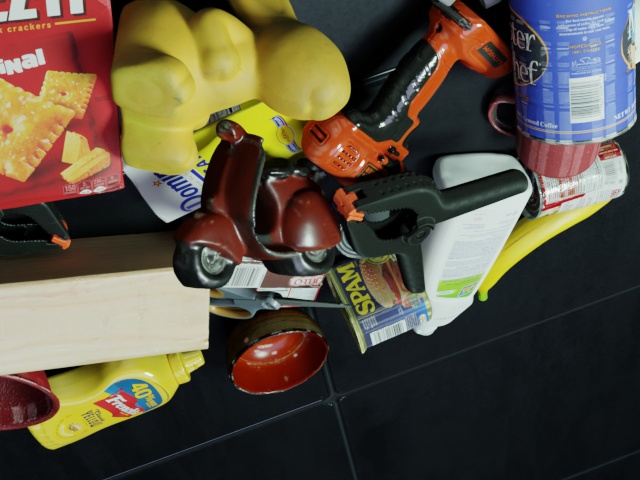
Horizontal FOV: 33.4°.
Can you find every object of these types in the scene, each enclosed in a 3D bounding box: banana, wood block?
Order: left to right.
[{"bbox_3d":[-0.213,0.055,0.972,0.205,0.091,0.090,-5,113,-21],"label":"wood block"},{"bbox_3d":[0.235,-0.003,1.194,0.198,0.037,0.069,-40,156,22],"label":"banana"}]

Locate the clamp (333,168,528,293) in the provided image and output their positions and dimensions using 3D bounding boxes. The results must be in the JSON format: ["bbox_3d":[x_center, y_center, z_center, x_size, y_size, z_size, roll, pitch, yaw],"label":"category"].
[{"bbox_3d":[0.080,-0.011,0.974,0.209,0.036,0.165,3,133,-45],"label":"clamp"}]

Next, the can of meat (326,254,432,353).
[{"bbox_3d":[0.061,0.056,1.121,0.084,0.102,0.057,-22,141,-4],"label":"can of meat"}]

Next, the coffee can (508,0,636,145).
[{"bbox_3d":[0.209,-0.164,0.886,0.102,0.103,0.140,-16,120,-9],"label":"coffee can"}]

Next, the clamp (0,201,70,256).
[{"bbox_3d":[-0.285,-0.035,0.896,0.171,0.039,0.120,10,134,-34],"label":"clamp"}]

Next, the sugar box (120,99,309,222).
[{"bbox_3d":[-0.080,-0.087,0.930,0.176,0.048,0.093,-27,144,2],"label":"sugar box"}]

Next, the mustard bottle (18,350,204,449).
[{"bbox_3d":[-0.216,0.157,1.135,0.191,0.058,0.096,-21,143,-3],"label":"mustard bottle"}]

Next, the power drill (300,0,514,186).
[{"bbox_3d":[0.089,-0.112,0.943,0.188,0.057,0.184,-49,148,9],"label":"power drill"}]

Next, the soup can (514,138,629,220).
[{"bbox_3d":[0.257,-0.066,1.103,0.102,0.068,0.068,-15,141,-11],"label":"soup can"}]

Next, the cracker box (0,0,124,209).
[{"bbox_3d":[-0.232,-0.124,0.772,0.164,0.072,0.214,-10,131,-17],"label":"cracker box"}]

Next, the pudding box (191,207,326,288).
[{"bbox_3d":[-0.057,0.001,1.009,0.113,0.090,0.039,3,133,-28],"label":"pudding box"}]

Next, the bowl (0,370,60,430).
[{"bbox_3d":[-0.332,0.132,1.030,0.162,0.055,0.162,-2,151,-1],"label":"bowl"}]

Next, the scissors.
[{"bbox_3d":[-0.066,0.049,1.033,0.096,0.016,0.202,34,154,-28],"label":"scissors"}]

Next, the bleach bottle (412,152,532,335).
[{"bbox_3d":[0.138,0.017,1.146,0.102,0.068,0.251,-5,140,-21],"label":"bleach bottle"}]

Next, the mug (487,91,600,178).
[{"bbox_3d":[0.218,-0.115,1.022,0.117,0.093,0.081,8,146,10],"label":"mug"}]
